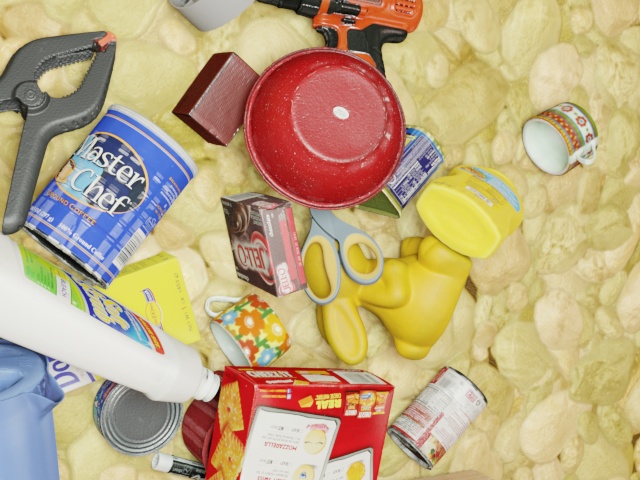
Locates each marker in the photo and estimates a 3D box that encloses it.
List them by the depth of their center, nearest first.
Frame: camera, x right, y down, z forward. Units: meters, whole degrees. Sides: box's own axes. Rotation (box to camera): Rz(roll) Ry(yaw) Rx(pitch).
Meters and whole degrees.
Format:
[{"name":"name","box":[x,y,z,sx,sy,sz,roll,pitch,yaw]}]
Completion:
[{"name":"marker","box":[-0.121,0.245,1.124,0.121,0.020,0.020,22,88,-29]}]

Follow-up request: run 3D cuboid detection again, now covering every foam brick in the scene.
[{"name":"foam brick","box":[-0.099,-0.140,1.053,0.051,0.053,0.078,38,81,-27]}]

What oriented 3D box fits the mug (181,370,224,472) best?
[{"name":"mug","box":[-0.094,0.188,1.092,0.093,0.082,0.117,-18,107,-24]}]

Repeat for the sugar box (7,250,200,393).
[{"name":"sugar box","box":[-0.213,0.083,1.034,0.176,0.048,0.093,-22,107,-24]}]

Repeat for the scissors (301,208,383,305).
[{"name":"scissors","box":[0.016,-0.034,1.098,0.096,0.016,0.202,-1,79,2]}]

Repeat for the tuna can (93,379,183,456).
[{"name":"tuna can","box":[-0.183,0.170,1.071,0.086,0.034,0.086,-5,101,-27]}]

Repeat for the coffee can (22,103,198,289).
[{"name":"coffee can","box":[-0.195,-0.040,0.986,0.102,0.103,0.140,43,75,-26]}]

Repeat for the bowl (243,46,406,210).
[{"name":"bowl","box":[0.011,-0.112,1.002,0.162,0.055,0.162,2,81,-13]}]

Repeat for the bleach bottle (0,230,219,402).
[{"name":"bleach bottle","box":[-0.201,0.083,0.970,0.250,0.103,0.068,31,102,-30]}]

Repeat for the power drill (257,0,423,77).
[{"name":"power drill","box":[0.009,-0.180,1.068,0.184,0.057,0.187,7,82,-13]}]

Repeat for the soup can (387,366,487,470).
[{"name":"soup can","box":[0.134,0.202,1.222,0.102,0.069,0.068,-46,115,-14]}]

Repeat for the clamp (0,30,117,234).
[{"name":"clamp","box":[-0.257,-0.112,0.958,0.209,0.036,0.164,-37,83,-23]}]

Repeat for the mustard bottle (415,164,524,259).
[{"name":"mustard bottle","box":[0.173,-0.040,1.162,0.096,0.191,0.058,37,114,10]}]

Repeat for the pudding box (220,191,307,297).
[{"name":"pudding box","box":[-0.057,0.001,1.063,0.039,0.114,0.090,-15,104,-20]}]

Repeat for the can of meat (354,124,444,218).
[{"name":"can of meat","box":[0.070,-0.077,1.124,0.084,0.102,0.057,-49,121,-15]}]

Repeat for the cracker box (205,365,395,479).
[{"name":"cracker box","box":[-0.028,0.232,1.045,0.163,0.072,0.214,5,100,-33]}]

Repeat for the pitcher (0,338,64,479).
[{"name":"pitcher","box":[-0.306,0.220,0.962,0.144,0.149,0.243,-16,115,-30]}]
